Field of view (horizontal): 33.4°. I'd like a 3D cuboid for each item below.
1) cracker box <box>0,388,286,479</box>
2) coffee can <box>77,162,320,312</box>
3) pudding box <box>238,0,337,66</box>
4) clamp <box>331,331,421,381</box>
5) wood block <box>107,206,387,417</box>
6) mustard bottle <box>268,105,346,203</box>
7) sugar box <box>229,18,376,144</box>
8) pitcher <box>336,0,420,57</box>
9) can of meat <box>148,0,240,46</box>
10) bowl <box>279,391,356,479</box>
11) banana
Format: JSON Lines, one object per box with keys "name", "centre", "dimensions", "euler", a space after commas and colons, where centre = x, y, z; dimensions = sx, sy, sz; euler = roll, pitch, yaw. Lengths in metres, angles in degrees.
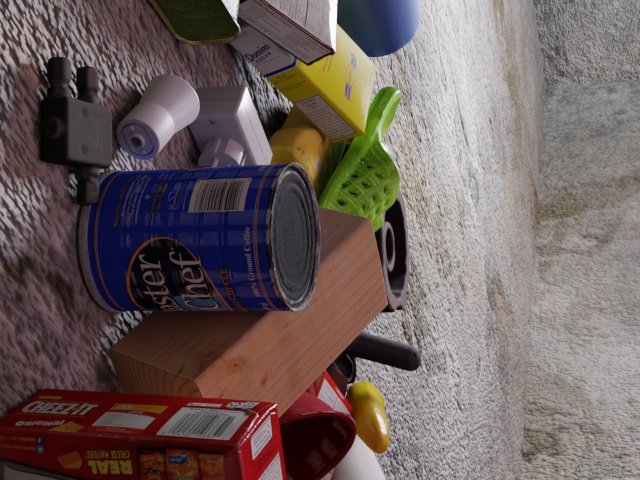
{"name": "cracker box", "centre": [-0.098, 0.200, 0.645], "dimensions": [0.072, 0.164, 0.214], "euler": [-40, 126, -65]}
{"name": "coffee can", "centre": [-0.082, -0.001, 0.744], "dimensions": [0.102, 0.140, 0.103], "euler": [-1, 90, -72]}
{"name": "pudding box", "centre": [-0.032, -0.222, 0.948], "dimensions": [0.113, 0.039, 0.090], "euler": [26, 58, -42]}
{"name": "clamp", "centre": [0.015, 0.097, 1.060], "dimensions": [0.171, 0.120, 0.039], "euler": [34, 52, -38]}
{"name": "wood block", "centre": [-0.047, 0.065, 0.811], "dimensions": [0.205, 0.091, 0.090], "euler": [-43, 134, -37]}
{"name": "mustard bottle", "centre": [-0.010, -0.098, 1.106], "dimensions": [0.191, 0.058, 0.096], "euler": [-64, 149, -54]}
{"name": "sugar box", "centre": [-0.016, -0.182, 1.024], "dimensions": [0.176, 0.048, 0.093], "euler": [42, 47, -41]}
{"name": "pitcher", "centre": [0.041, -0.303, 1.172], "dimensions": [0.242, 0.145, 0.149], "euler": [52, 46, -73]}
{"name": "can of meat", "centre": [-0.099, -0.218, 0.843], "dimensions": [0.102, 0.057, 0.084], "euler": [54, 36, -62]}
{"name": "bowl", "centre": [-0.054, 0.165, 0.865], "dimensions": [0.055, 0.162, 0.162], "euler": [60, 2, 31]}
{"name": "banana", "centre": [0.051, 0.174, 1.075], "dimensions": [0.069, 0.037, 0.197], "euler": [53, 1, 8]}
